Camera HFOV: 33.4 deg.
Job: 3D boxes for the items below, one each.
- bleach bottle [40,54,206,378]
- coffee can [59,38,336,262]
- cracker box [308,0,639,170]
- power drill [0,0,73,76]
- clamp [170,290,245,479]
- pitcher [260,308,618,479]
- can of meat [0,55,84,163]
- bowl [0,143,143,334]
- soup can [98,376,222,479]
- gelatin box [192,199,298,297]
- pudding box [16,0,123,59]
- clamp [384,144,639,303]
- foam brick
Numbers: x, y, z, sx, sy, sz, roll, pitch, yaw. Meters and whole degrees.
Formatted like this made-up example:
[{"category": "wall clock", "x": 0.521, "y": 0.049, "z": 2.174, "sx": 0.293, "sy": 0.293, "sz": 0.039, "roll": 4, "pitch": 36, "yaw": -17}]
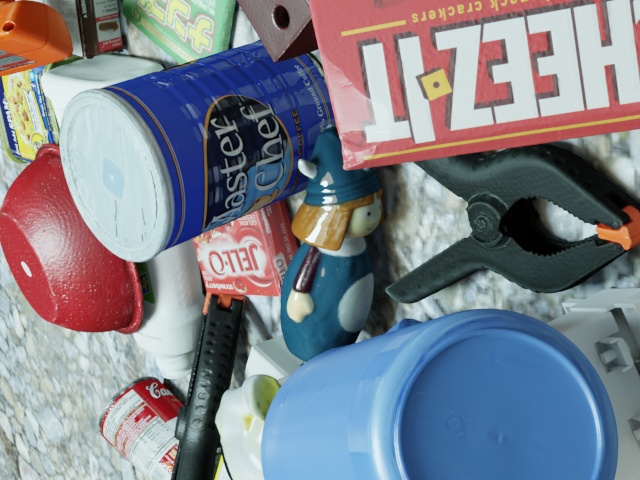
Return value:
[{"category": "bleach bottle", "x": -0.139, "y": -0.011, "z": 0.818, "sx": 0.103, "sy": 0.068, "sz": 0.251, "roll": 18, "pitch": 125, "yaw": 46}, {"category": "coffee can", "x": -0.071, "y": -0.058, "z": 0.649, "sx": 0.103, "sy": 0.140, "sz": 0.103, "roll": 26, "pitch": 128, "yaw": 38}, {"category": "cracker box", "x": 0.071, "y": -0.147, "z": 0.443, "sx": 0.164, "sy": 0.072, "sz": 0.214, "roll": -7, "pitch": 106, "yaw": 18}, {"category": "power drill", "x": -0.195, "y": -0.213, "z": 0.722, "sx": 0.185, "sy": 0.057, "sz": 0.187, "roll": -5, "pitch": 76, "yaw": 44}, {"category": "clamp", "x": -0.087, "y": 0.142, "z": 0.773, "sx": 0.165, "sy": 0.036, "sz": 0.210, "roll": 180, "pitch": 101, "yaw": -81}, {"category": "pitcher", "x": 0.047, "y": 0.114, "z": 0.540, "sx": 0.243, "sy": 0.145, "sz": 0.149, "roll": 130, "pitch": 117, "yaw": -74}, {"category": "can of meat", "x": -0.216, "y": -0.107, "z": 0.857, "sx": 0.084, "sy": 0.057, "sz": 0.102, "roll": 15, "pitch": 122, "yaw": 41}, {"category": "bowl", "x": -0.200, "y": 0.010, "z": 0.813, "sx": 0.162, "sy": 0.055, "sz": 0.162, "roll": 39, "pitch": 143, "yaw": 37}, {"category": "soup can", "x": -0.131, "y": 0.172, "z": 0.901, "sx": 0.102, "sy": 0.068, "sz": 0.069, "roll": 39, "pitch": 135, "yaw": 28}, {"category": "gelatin box", "x": -0.055, "y": 0.001, "z": 0.752, "sx": 0.089, "sy": 0.030, "sz": 0.073, "roll": 1, "pitch": 111, "yaw": 49}, {"category": "pudding box", "x": -0.199, "y": -0.191, "z": 0.806, "sx": 0.114, "sy": 0.039, "sz": 0.090, "roll": 23, "pitch": 125, "yaw": 42}, {"category": "clamp", "x": 0.090, "y": -0.023, "z": 0.568, "sx": 0.172, "sy": 0.039, "sz": 0.120, "roll": -4, "pitch": 111, "yaw": 43}, {"category": "foam brick", "x": -0.016, "y": -0.150, "z": 0.608, "sx": 0.078, "sy": 0.051, "sz": 0.053, "roll": 59, "pitch": 142, "yaw": 7}]
